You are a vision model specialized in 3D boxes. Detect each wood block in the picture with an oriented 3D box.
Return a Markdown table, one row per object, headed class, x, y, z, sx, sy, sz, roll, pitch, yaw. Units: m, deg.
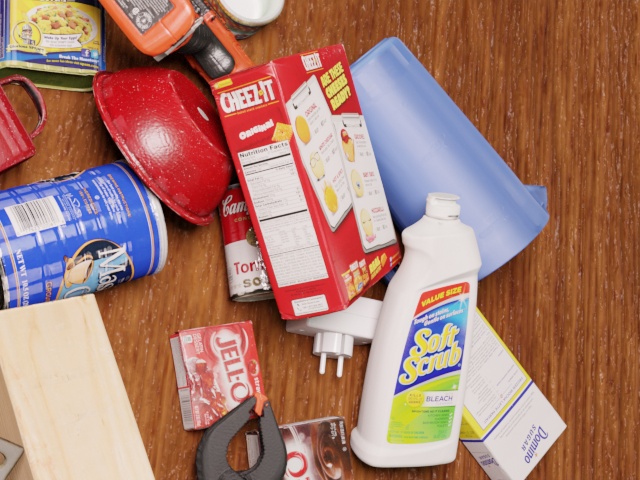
| class | x | y | z | sx | sy | sz | roll | pitch | yaw |
| --- | --- | --- | --- | --- | --- | --- | --- | --- | --- |
| wood block | -0.196 | 0.159 | 0.828 | 0.090 | 0.091 | 0.206 | -10 | 68 | -31 |

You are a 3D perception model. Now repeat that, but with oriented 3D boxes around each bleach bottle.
| class | x | y | z | sx | sy | sz | roll | pitch | yaw |
| --- | --- | --- | --- | --- | --- | --- | --- | --- | --- |
| bleach bottle | 0.091 | 0.081 | 0.984 | 0.102 | 0.068 | 0.251 | 1 | 104 | -17 |

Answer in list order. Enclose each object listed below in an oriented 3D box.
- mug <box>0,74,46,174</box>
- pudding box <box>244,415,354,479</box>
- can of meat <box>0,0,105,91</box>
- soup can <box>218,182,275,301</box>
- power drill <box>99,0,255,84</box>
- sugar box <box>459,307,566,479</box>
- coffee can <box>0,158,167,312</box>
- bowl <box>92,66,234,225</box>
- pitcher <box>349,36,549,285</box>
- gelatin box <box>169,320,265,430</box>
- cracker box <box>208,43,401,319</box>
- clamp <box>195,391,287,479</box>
| class | x | y | z | sx | sy | sz | roll | pitch | yaw |
| --- | --- | --- | --- | --- | --- | --- | --- | --- | --- |
| mug | -0.277 | -0.093 | 0.872 | 0.117 | 0.093 | 0.081 | -34 | 101 | -34 |
| pudding box | -0.016 | 0.222 | 0.972 | 0.089 | 0.039 | 0.113 | -5 | 81 | -28 |
| can of meat | -0.237 | -0.180 | 0.931 | 0.101 | 0.058 | 0.084 | 3 | 80 | -28 |
| soup can | -0.056 | 0.001 | 0.982 | 0.068 | 0.069 | 0.102 | -3 | 81 | -29 |
| power drill | -0.138 | -0.209 | 0.920 | 0.057 | 0.187 | 0.184 | -42 | 84 | 10 |
| sugar box | 0.165 | 0.154 | 1.083 | 0.093 | 0.048 | 0.176 | -42 | 103 | -27 |
| coffee can | -0.211 | -0.002 | 0.878 | 0.140 | 0.103 | 0.103 | -18 | 88 | -30 |
| bowl | -0.122 | -0.094 | 0.918 | 0.055 | 0.162 | 0.162 | -34 | 98 | 12 |
| pitcher | 0.096 | -0.070 | 1.054 | 0.243 | 0.145 | 0.149 | 51 | 36 | -5 |
| gelatin box | -0.091 | 0.120 | 0.959 | 0.073 | 0.030 | 0.089 | -6 | 82 | -30 |
| cracker box | -0.008 | -0.055 | 0.942 | 0.164 | 0.072 | 0.214 | -34 | 109 | -64 |
| clamp | -0.067 | 0.219 | 0.919 | 0.120 | 0.039 | 0.171 | 27 | 84 | -12 |
